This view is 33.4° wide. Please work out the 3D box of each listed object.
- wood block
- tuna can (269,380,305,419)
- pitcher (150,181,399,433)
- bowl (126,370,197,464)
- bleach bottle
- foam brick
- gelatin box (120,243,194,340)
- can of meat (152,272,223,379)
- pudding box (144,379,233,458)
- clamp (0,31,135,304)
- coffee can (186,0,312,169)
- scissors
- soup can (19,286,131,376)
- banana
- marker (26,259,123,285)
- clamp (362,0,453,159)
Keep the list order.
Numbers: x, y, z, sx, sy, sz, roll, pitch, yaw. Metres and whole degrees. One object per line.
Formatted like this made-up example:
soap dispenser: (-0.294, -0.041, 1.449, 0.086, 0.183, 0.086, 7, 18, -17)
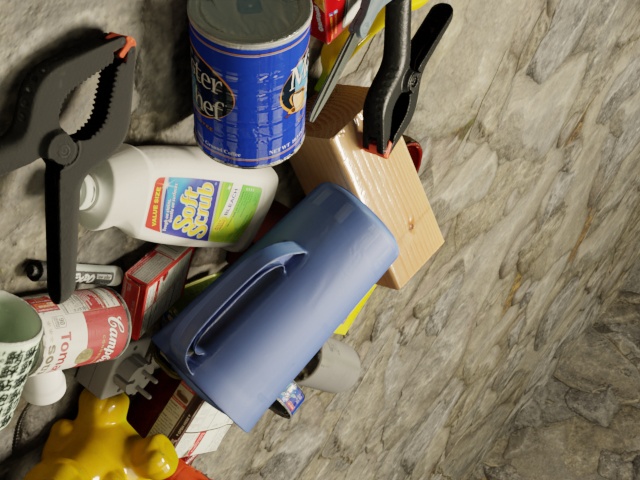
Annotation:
wood block: (0.046, -0.057, 1.154, 0.090, 0.090, 0.206, -45, 127, -27)
tuna can: (-0.062, 0.189, 1.370, 0.033, 0.086, 0.086, -50, 156, -19)
pitcher: (-0.041, 0.056, 1.041, 0.242, 0.145, 0.149, -46, -162, -7)
bowl: (-0.169, 0.197, 1.210, 0.162, 0.055, 0.162, -43, 153, -28)
bleach bottle: (-0.142, -0.036, 0.959, 0.250, 0.068, 0.103, -4, 126, -58)
foam brick: (-0.058, 0.001, 1.179, 0.078, 0.053, 0.051, -33, 148, -40)
gelatin box: (-0.161, 0.043, 1.037, 0.089, 0.030, 0.073, -48, 162, -49)
can of meat: (-0.126, 0.089, 1.144, 0.101, 0.057, 0.084, -22, 139, -38)
pudding box: (-0.129, 0.188, 1.154, 0.090, 0.039, 0.113, -58, 159, 9)
clamp: (-0.198, -0.061, 0.806, 0.210, 0.036, 0.164, -55, 135, -13)
coffee can: (-0.061, -0.146, 0.919, 0.102, 0.103, 0.140, -41, 152, -32)
scissors: (0.035, -0.206, 0.939, 0.201, 0.016, 0.096, -56, 155, -14)
soup can: (-0.224, 0.078, 0.928, 0.102, 0.069, 0.068, -7, 127, -55)
banana: (0.058, -0.234, 1.127, 0.197, 0.037, 0.070, -42, 171, -27)
marker: (-0.217, 0.029, 0.947, 0.020, 0.020, 0.121, -60, 156, 9)
clamp: (0.075, -0.168, 1.046, 0.120, 0.039, 0.171, 16, 93, -56)
